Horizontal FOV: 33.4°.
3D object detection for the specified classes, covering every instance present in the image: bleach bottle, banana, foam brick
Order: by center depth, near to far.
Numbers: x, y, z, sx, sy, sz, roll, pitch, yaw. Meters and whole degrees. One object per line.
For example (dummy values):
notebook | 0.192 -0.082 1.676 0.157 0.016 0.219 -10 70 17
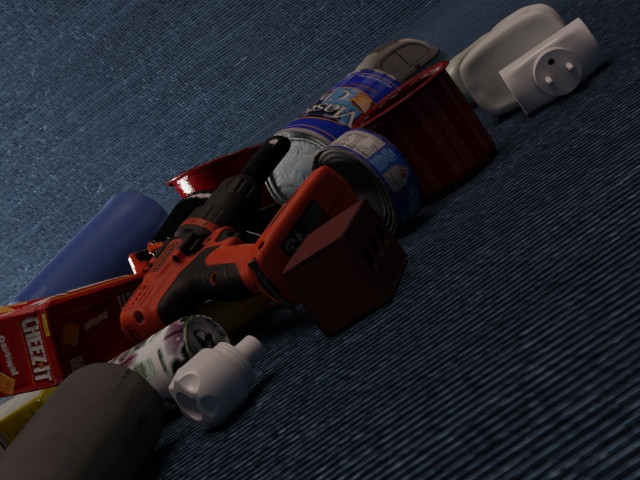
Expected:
foam brick | 0.017 0.016 0.699 0.051 0.053 0.078 -32 11 22
banana | -0.128 0.101 0.863 0.197 0.037 0.070 -39 27 -7
bleach bottle | 0.198 -0.190 1.021 0.103 0.068 0.250 -32 9 23

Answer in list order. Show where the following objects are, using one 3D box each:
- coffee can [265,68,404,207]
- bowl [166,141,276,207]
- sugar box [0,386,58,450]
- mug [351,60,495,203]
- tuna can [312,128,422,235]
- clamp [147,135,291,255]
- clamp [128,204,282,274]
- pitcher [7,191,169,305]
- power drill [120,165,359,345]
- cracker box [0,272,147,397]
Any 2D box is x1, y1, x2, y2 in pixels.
coffee can | 0.023 -0.092 1.036 0.103 0.103 0.140 -26 14 45
bowl | -0.075 -0.060 1.110 0.162 0.055 0.162 -19 0 0
sugar box | -0.292 0.180 1.018 0.176 0.048 0.093 -35 9 23
mug | 0.075 -0.076 0.848 0.117 0.081 0.093 -34 10 14
tuna can | 0.036 -0.042 0.812 0.033 0.086 0.086 -39 10 -28
clamp | -0.081 -0.008 0.978 0.172 0.120 0.039 -30 -28 25
clamp | -0.104 -0.001 1.104 0.165 0.036 0.209 -27 -5 39
pitcher | -0.297 0.055 1.380 0.242 0.145 0.149 -50 -15 -44
power drill | -0.055 0.001 0.824 0.188 0.057 0.184 -17 33 48
cracker box | -0.268 0.090 0.928 0.214 0.072 0.164 -14 3 22
